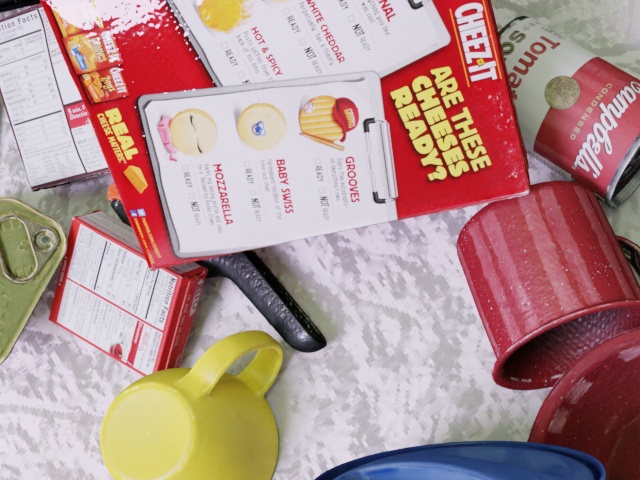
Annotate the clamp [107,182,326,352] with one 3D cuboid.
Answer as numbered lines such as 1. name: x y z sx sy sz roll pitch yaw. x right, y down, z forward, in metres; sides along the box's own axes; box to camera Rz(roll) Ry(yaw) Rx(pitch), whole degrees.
1. clamp: -0.054 0.001 0.651 0.172 0.039 0.120 5 78 24

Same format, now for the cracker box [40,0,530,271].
1. cracker box: -0.013 -0.086 0.558 0.214 0.072 0.164 -12 115 14

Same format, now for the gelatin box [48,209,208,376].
1. gelatin box: -0.118 0.033 0.650 0.089 0.030 0.073 26 112 21

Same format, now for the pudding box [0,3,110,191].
1. pudding box: -0.157 -0.094 0.672 0.090 0.039 0.113 -10 99 31

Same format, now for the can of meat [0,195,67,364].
1. can of meat: -0.207 0.022 0.659 0.057 0.084 0.102 30 83 -23

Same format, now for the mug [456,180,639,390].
1. mug: 0.133 0.021 0.569 0.117 0.093 0.081 -5 58 -21

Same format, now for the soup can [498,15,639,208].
1. soup can: 0.140 -0.074 0.599 0.102 0.068 0.068 37 88 22
